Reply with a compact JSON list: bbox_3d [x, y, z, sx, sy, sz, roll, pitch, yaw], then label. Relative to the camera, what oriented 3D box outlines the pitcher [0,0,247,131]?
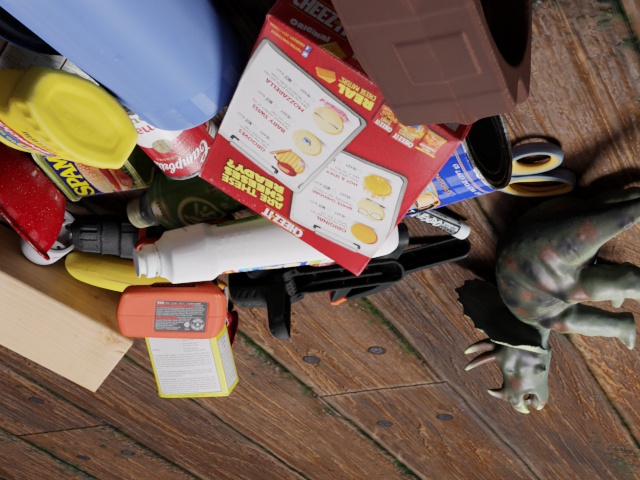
[{"bbox_3d":[-0.166,-0.183,0.793,0.149,0.145,0.242,34,173,38],"label":"pitcher"}]

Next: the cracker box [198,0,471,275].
[{"bbox_3d":[0.011,-0.085,0.836,0.164,0.072,0.214,33,146,-1],"label":"cracker box"}]

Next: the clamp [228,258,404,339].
[{"bbox_3d":[-0.039,0.051,1.107,0.210,0.164,0.036,5,114,46],"label":"clamp"}]

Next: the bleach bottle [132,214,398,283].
[{"bbox_3d":[-0.057,0.001,1.036,0.250,0.068,0.103,-10,-179,-18],"label":"bleach bottle"}]

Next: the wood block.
[{"bbox_3d":[-0.321,0.073,1.222,0.206,0.090,0.091,31,114,-20],"label":"wood block"}]

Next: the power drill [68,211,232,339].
[{"bbox_3d":[-0.169,0.027,1.094,0.184,0.187,0.057,1,120,-9],"label":"power drill"}]

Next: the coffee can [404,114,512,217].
[{"bbox_3d":[0.086,-0.076,0.954,0.141,0.103,0.102,-16,143,32],"label":"coffee can"}]

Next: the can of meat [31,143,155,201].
[{"bbox_3d":[-0.217,-0.087,1.029,0.084,0.057,0.102,-7,147,16],"label":"can of meat"}]

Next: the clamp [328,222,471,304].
[{"bbox_3d":[0.079,0.028,1.173,0.120,0.039,0.172,12,151,-34],"label":"clamp"}]

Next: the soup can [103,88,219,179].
[{"bbox_3d":[-0.142,-0.111,0.965,0.069,0.068,0.102,-9,146,23],"label":"soup can"}]

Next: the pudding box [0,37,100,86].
[{"bbox_3d":[-0.237,-0.156,0.933,0.090,0.039,0.114,22,144,-25],"label":"pudding box"}]

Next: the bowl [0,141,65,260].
[{"bbox_3d":[-0.300,-0.058,1.044,0.055,0.162,0.162,-41,145,-8],"label":"bowl"}]

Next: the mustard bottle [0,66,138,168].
[{"bbox_3d":[-0.230,-0.103,0.875,0.096,0.058,0.192,35,168,-34],"label":"mustard bottle"}]

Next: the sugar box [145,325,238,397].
[{"bbox_3d":[-0.160,0.097,1.250,0.093,0.048,0.176,-4,107,17],"label":"sugar box"}]

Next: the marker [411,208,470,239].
[{"bbox_3d":[0.109,-0.027,1.099,0.120,0.020,0.020,21,147,-39],"label":"marker"}]

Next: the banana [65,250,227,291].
[{"bbox_3d":[-0.203,0.036,1.177,0.198,0.037,0.069,11,-168,12],"label":"banana"}]

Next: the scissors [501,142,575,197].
[{"bbox_3d":[0.149,-0.068,1.040,0.202,0.016,0.096,2,153,3],"label":"scissors"}]
